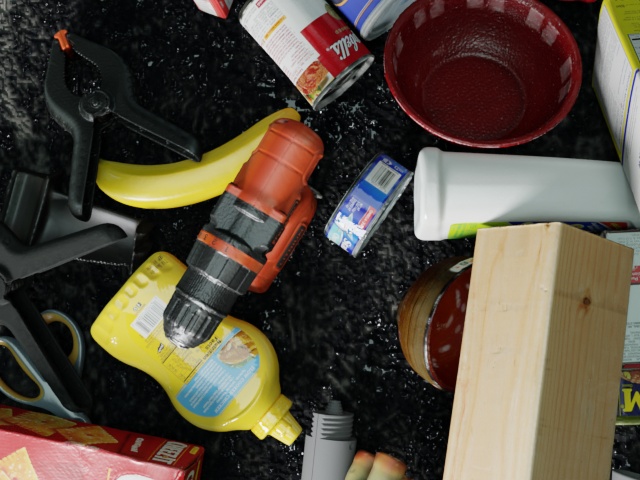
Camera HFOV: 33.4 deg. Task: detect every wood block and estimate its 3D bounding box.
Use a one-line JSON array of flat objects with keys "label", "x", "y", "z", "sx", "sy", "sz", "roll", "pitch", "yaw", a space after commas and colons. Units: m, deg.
[{"label": "wood block", "x": 0.166, "y": 0.099, "z": 0.810, "sx": 0.090, "sy": 0.090, "sz": 0.206, "roll": 17, "pitch": 78, "yaw": -33}]

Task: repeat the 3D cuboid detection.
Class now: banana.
[{"label": "banana", "x": -0.111, "y": -0.066, "z": 0.919, "sx": 0.198, "sy": 0.037, "sz": 0.069, "roll": -9, "pitch": 88, "yaw": 2}]

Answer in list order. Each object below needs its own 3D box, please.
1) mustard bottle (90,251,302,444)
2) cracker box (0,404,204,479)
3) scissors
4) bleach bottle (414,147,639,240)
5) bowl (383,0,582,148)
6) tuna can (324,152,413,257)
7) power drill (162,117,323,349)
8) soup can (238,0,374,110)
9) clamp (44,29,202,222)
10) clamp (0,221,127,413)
[{"label": "mustard bottle", "x": -0.093, "y": 0.103, "z": 0.900, "sx": 0.191, "sy": 0.058, "sz": 0.096, "roll": 40, "pitch": 88, "yaw": 4}, {"label": "cracker box", "x": -0.217, "y": 0.233, "z": 0.876, "sx": 0.214, "sy": 0.072, "sz": 0.164, "roll": 11, "pitch": 98, "yaw": 7}, {"label": "scissors", "x": -0.202, "y": 0.140, "z": 0.924, "sx": 0.202, "sy": 0.016, "sz": 0.096, "roll": 38, "pitch": 90, "yaw": 3}, {"label": "bleach bottle", "x": 0.204, "y": -0.036, "z": 0.870, "sx": 0.251, "sy": 0.102, "sz": 0.068, "roll": 0, "pitch": 79, "yaw": 2}, {"label": "bowl", "x": 0.131, "y": -0.134, "z": 0.886, "sx": 0.162, "sy": 0.055, "sz": 0.162, "roll": 0, "pitch": 64, "yaw": 0}, {"label": "tuna can", "x": 0.039, "y": -0.030, "z": 0.886, "sx": 0.034, "sy": 0.086, "sz": 0.086, "roll": 35, "pitch": 89, "yaw": 5}, {"label": "power drill", "x": -0.055, "y": 0.001, "z": 0.839, "sx": 0.057, "sy": 0.187, "sz": 0.184, "roll": 32, "pitch": 88, "yaw": 2}, {"label": "soup can", "x": -0.012, "y": -0.170, "z": 0.903, "sx": 0.068, "sy": 0.068, "sz": 0.102, "roll": -41, "pitch": 86, "yaw": 0}, {"label": "clamp", "x": -0.192, "y": -0.100, "z": 0.906, "sx": 0.120, "sy": 0.039, "sz": 0.171, "roll": -35, "pitch": 70, "yaw": -12}, {"label": "clamp", "x": -0.254, "y": 0.028, "z": 0.892, "sx": 0.210, "sy": 0.036, "sz": 0.165, "roll": 28, "pitch": 108, "yaw": 19}]
